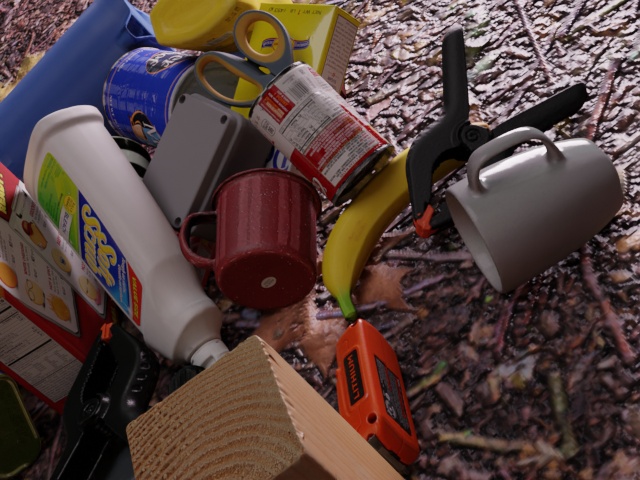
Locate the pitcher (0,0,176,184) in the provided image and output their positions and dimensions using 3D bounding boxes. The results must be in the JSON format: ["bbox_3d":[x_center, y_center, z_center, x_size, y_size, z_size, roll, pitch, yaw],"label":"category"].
[{"bbox_3d":[-0.269,-0.158,1.201,0.243,0.149,0.145,-43,52,2],"label":"pitcher"}]

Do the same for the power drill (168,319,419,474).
[{"bbox_3d":[-0.031,0.132,0.752,0.188,0.057,0.184,-31,42,17],"label":"power drill"}]

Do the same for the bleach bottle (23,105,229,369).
[{"bbox_3d":[-0.154,0.008,0.888,0.067,0.103,0.251,-23,63,-38],"label":"bleach bottle"}]

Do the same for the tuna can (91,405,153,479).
[{"bbox_3d":[-0.146,0.172,0.828,0.086,0.033,0.086,-24,40,22],"label":"tuna can"}]

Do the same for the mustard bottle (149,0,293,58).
[{"bbox_3d":[-0.077,-0.215,1.054,0.096,0.191,0.058,-23,82,25],"label":"mustard bottle"}]

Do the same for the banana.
[{"bbox_3d":[0.058,-0.024,0.849,0.070,0.037,0.197,30,76,28],"label":"banana"}]

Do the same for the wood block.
[{"bbox_3d":[-0.001,0.157,0.575,0.090,0.206,0.091,-36,38,7],"label":"wood block"}]

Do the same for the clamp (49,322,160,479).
[{"bbox_3d":[-0.170,0.146,0.813,0.165,0.036,0.210,-39,31,15],"label":"clamp"}]

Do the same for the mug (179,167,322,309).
[{"bbox_3d":[-0.056,0.001,0.863,0.117,0.093,0.081,4,50,-7],"label":"mug"}]

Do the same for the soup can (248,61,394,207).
[{"bbox_3d":[0.000,-0.086,0.856,0.068,0.068,0.102,-44,81,-4],"label":"soup can"}]

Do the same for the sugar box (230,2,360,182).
[{"bbox_3d":[-0.033,-0.122,0.955,0.093,0.048,0.176,11,82,39],"label":"sugar box"}]

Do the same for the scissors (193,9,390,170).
[{"bbox_3d":[-0.011,-0.132,0.906,0.202,0.016,0.096,21,87,14],"label":"scissors"}]

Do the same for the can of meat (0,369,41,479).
[{"bbox_3d":[-0.293,0.148,0.925,0.057,0.102,0.084,-33,34,-30],"label":"can of meat"}]

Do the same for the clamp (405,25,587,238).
[{"bbox_3d":[0.111,-0.084,0.821,0.120,0.039,0.171,35,77,20],"label":"clamp"}]

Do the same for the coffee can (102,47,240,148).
[{"bbox_3d":[-0.141,-0.138,1.075,0.141,0.102,0.102,19,67,49],"label":"coffee can"}]

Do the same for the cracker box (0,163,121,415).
[{"bbox_3d":[-0.261,0.033,0.917,0.072,0.213,0.164,-32,38,12],"label":"cracker box"}]
